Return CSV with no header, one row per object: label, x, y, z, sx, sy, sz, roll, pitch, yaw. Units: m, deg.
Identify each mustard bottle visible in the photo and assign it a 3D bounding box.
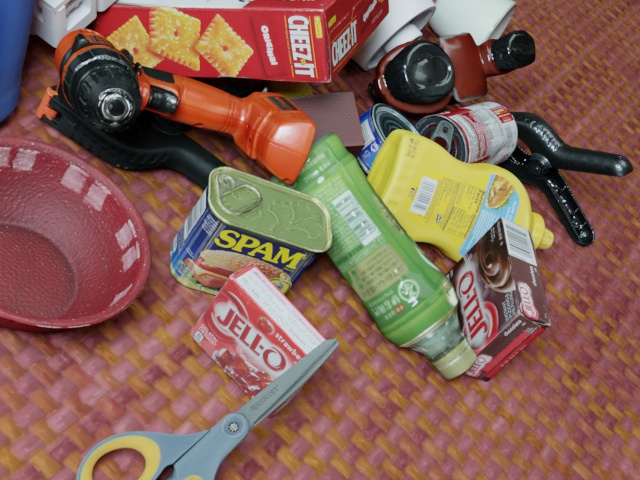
mustard bottle,0.134,-0.027,0.979,0.191,0.096,0.058,19,6,-23

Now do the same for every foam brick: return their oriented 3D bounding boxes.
foam brick,-0.007,-0.094,0.936,0.078,0.051,0.053,-7,75,-10

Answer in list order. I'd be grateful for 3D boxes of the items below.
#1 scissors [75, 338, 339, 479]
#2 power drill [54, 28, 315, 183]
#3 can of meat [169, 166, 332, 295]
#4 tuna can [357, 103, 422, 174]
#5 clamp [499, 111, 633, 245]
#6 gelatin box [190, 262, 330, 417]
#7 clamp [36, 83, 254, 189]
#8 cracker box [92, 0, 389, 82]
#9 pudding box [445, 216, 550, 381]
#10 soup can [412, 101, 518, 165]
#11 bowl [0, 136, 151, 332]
scissors,-0.077,0.118,0.690,0.096,0.016,0.201,30,61,8
power drill,-0.101,-0.099,0.791,0.187,0.057,0.184,18,15,-25
can of meat,-0.055,0.001,0.816,0.102,0.084,0.057,18,44,-22
tuna can,0.068,-0.088,1.017,0.086,0.034,0.086,34,34,-27
clamp,0.236,-0.071,1.111,0.039,0.120,0.172,-27,51,-38
gelatin box,-0.044,0.072,0.765,0.089,0.073,0.030,45,40,9
clamp,-0.126,-0.083,0.880,0.209,0.036,0.164,6,47,-35
cracker box,-0.065,-0.201,0.930,0.214,0.072,0.164,7,35,21
pudding box,0.149,0.051,0.917,0.039,0.090,0.113,23,41,-20
soup can,0.146,-0.101,1.076,0.102,0.069,0.068,-20,66,-46
bowl,-0.200,0.006,0.726,0.162,0.055,0.162,20,43,-20
